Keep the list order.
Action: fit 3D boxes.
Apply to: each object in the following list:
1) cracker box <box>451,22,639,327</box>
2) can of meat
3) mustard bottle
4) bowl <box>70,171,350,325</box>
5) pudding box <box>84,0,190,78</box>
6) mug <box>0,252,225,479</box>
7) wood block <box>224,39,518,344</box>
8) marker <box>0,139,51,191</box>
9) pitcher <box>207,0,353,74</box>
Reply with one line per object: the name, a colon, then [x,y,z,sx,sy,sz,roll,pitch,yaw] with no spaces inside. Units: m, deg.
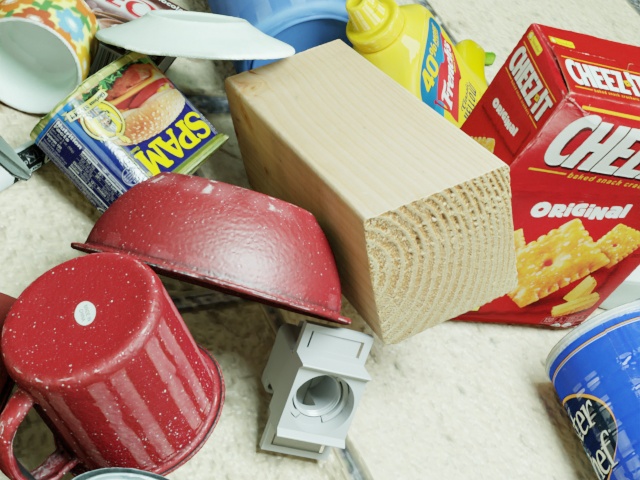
cracker box: [0.159,-0.029,0.711,0.164,0.214,0.072,6,49,-27]
can of meat: [-0.121,-0.065,0.679,0.084,0.058,0.102,47,42,-5]
mustard bottle: [0.074,-0.116,0.786,0.191,0.058,0.096,42,51,-44]
bowl: [-0.054,0.001,0.598,0.162,0.162,0.055,17,85,-17]
pudding box: [-0.158,-0.157,0.771,0.113,0.039,0.090,29,41,-5]
mug: [-0.110,0.068,0.515,0.093,0.081,0.117,27,61,36]
wood block: [0.025,-0.039,0.661,0.090,0.090,0.206,-23,36,-15]
marker: [-0.173,-0.063,0.688,0.020,0.020,0.120,39,42,7]
pitcher: [-0.036,-0.228,0.858,0.149,0.145,0.243,-6,57,-20]
